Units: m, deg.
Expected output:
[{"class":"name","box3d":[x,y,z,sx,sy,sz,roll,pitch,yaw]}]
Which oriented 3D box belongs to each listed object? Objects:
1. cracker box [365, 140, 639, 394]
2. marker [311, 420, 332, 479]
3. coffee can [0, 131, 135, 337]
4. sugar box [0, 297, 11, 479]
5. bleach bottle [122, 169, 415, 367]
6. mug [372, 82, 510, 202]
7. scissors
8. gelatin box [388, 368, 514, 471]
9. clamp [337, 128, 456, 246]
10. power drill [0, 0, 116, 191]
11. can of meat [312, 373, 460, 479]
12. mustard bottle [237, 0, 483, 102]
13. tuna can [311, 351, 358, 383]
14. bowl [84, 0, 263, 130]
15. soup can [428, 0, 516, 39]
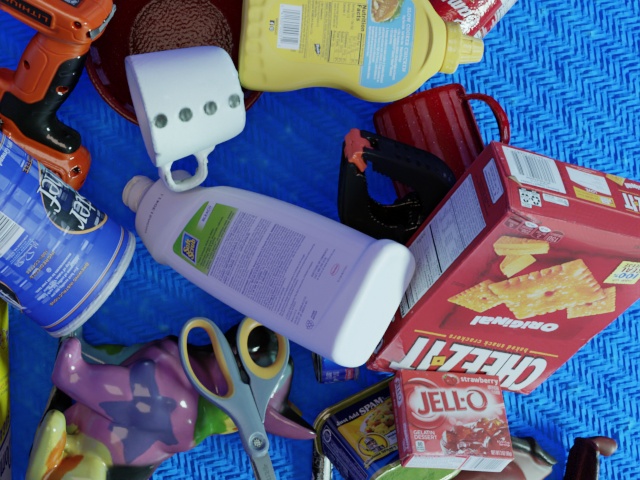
[{"class":"cracker box","box3d":[0.149,0.033,0.826,0.164,0.214,0.072,12,47,-24]},{"class":"marker","box3d":[0.001,0.217,0.926,0.020,0.020,0.121,2,92,-6]},{"class":"coffee can","box3d":[-0.228,-0.006,0.820,0.140,0.103,0.103,41,87,-24]},{"class":"sugar box","box3d":[-0.275,0.127,0.856,0.048,0.093,0.176,-3,93,-6]},{"class":"bleach bottle","box3d":[-0.055,0.001,0.835,0.251,0.068,0.102,28,90,30]},{"class":"mug","box3d":[0.102,-0.084,0.883,0.117,0.093,0.081,-19,89,38]},{"class":"scissors","box3d":[-0.038,0.141,0.827,0.096,0.016,0.202,-30,85,-24]},{"class":"gelatin box","box3d":[0.102,0.141,0.838,0.089,0.030,0.073,7,54,-17]},{"class":"clamp","box3d":[0.085,-0.017,0.841,0.165,0.036,0.210,-21,136,13]},{"class":"power drill","box3d":[-0.248,-0.136,0.821,0.184,0.057,0.188,24,132,-8]},{"class":"can of meat","box3d":[0.059,0.167,0.882,0.102,0.084,0.057,-24,131,-20]},{"class":"mustard bottle","box3d":[0.033,-0.159,0.838,0.191,0.058,0.096,4,93,-7]},{"class":"tuna can","box3d":[0.009,0.076,0.888,0.033,0.086,0.086,-6,93,-5]},{"class":"bowl","box3d":[-0.115,-0.165,0.880,0.162,0.055,0.162,0,92,-6]},{"class":"soup can","box3d":[0.129,-0.211,0.899,0.068,0.068,0.102,43,87,-6]}]
